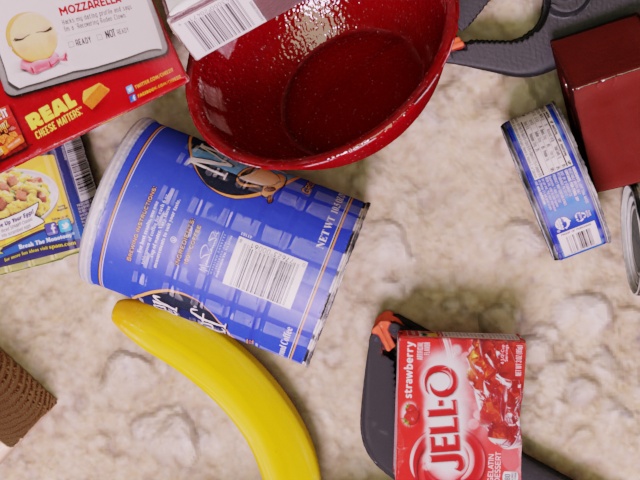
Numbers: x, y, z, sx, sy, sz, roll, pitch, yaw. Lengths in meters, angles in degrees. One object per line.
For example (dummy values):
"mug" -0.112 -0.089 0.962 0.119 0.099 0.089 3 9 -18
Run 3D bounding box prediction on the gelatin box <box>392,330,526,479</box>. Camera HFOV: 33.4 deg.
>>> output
"gelatin box" 0.080 0.098 0.621 0.073 0.030 0.089 2 94 2

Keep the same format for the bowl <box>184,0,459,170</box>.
"bowl" 0.007 -0.097 0.594 0.162 0.055 0.162 -12 59 20

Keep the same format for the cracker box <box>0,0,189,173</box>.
"cracker box" -0.189 -0.144 0.552 0.164 0.072 0.213 -32 105 -28

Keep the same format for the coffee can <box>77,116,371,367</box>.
"coffee can" -0.054 0.001 0.617 0.140 0.102 0.103 21 101 2

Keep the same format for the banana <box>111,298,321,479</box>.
"banana" -0.052 0.109 0.662 0.069 0.037 0.198 -31 89 -19

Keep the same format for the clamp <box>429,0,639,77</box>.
"clamp" 0.147 -0.136 0.605 0.171 0.039 0.120 -33 93 11

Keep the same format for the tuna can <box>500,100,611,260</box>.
"tuna can" 0.132 -0.033 0.600 0.034 0.086 0.086 -22 97 11

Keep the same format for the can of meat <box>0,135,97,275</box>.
"can of meat" -0.186 -0.026 0.651 0.102 0.057 0.084 -13 100 8

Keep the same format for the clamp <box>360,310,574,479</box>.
"clamp" 0.096 0.135 0.658 0.165 0.036 0.210 -21 97 10

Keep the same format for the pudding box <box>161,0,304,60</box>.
"pudding box" -0.040 -0.166 0.597 0.113 0.039 0.090 -26 55 8
